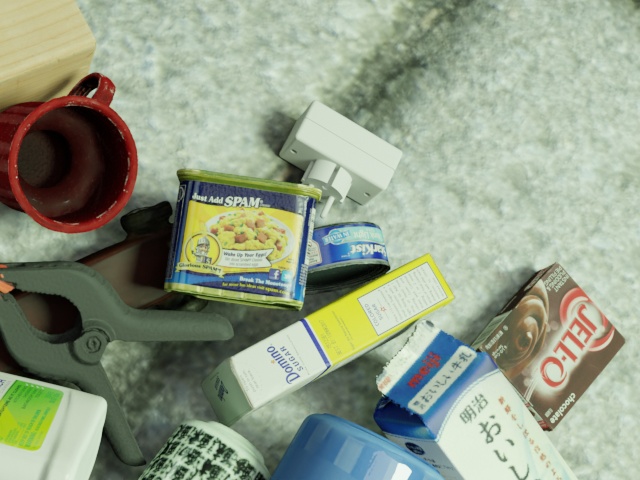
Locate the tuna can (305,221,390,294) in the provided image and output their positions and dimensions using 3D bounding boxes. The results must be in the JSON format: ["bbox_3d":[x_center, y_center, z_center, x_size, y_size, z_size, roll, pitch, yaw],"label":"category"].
[{"bbox_3d":[0.008,0.014,0.805,0.086,0.086,0.034,-6,75,-21],"label":"tuna can"}]

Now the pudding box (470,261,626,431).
[{"bbox_3d":[0.183,0.087,0.870,0.090,0.039,0.113,48,66,-2],"label":"pudding box"}]

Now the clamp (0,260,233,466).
[{"bbox_3d":[-0.144,0.061,0.716,0.171,0.039,0.120,46,77,-23],"label":"clamp"}]

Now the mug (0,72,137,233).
[{"bbox_3d":[-0.182,-0.066,0.748,0.093,0.082,0.117,31,79,-36],"label":"mug"}]

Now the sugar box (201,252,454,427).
[{"bbox_3d":[0.004,0.073,0.783,0.176,0.093,0.048,-24,80,-24],"label":"sugar box"}]

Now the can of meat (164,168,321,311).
[{"bbox_3d":[-0.055,0.001,0.742,0.102,0.057,0.084,8,82,-2],"label":"can of meat"}]

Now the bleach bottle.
[{"bbox_3d":[-0.266,0.109,0.657,0.251,0.102,0.068,15,115,-3],"label":"bleach bottle"}]

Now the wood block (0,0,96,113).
[{"bbox_3d":[-0.273,-0.121,0.744,0.205,0.091,0.090,-28,85,-24],"label":"wood block"}]
